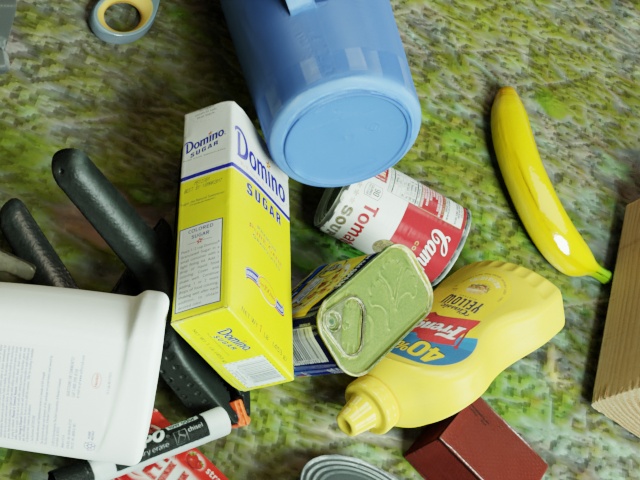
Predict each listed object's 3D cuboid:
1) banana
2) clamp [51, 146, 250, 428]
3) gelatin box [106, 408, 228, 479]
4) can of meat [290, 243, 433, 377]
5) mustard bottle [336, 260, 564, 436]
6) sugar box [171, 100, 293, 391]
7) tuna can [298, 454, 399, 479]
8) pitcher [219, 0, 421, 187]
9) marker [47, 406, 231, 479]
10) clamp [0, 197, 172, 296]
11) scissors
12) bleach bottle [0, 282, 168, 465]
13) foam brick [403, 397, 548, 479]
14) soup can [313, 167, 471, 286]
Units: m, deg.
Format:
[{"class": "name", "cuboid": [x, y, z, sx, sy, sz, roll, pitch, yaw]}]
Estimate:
[{"class": "banana", "cuboid": [0.185, -0.047, 0.918, 0.069, 0.037, 0.198, -1, 64, -59]}, {"class": "clamp", "cuboid": [-0.089, 0.023, 0.718, 0.164, 0.036, 0.210, -33, 102, -61]}, {"class": "gelatin box", "cuboid": [-0.100, 0.162, 0.669, 0.089, 0.030, 0.073, 45, 54, 1]}, {"class": "can of meat", "cuboid": [0.014, 0.051, 0.743, 0.101, 0.084, 0.057, -40, 105, -36]}, {"class": "mustard bottle", "cuboid": [0.083, 0.082, 0.765, 0.191, 0.096, 0.058, -33, 123, -34]}, {"class": "sugar box", "cuboid": [-0.054, 0.001, 0.701, 0.093, 0.048, 0.176, 55, 27, -47]}, {"class": "tuna can", "cuboid": [0.021, 0.179, 0.692, 0.086, 0.034, 0.086, 19, 22, -8]}, {"class": "pitcher", "cuboid": [-0.010, -0.166, 0.782, 0.149, 0.145, 0.243, 12, 46, -31]}, {"class": "marker", "cuboid": [-0.111, 0.130, 0.650, 0.120, 0.020, 0.020, -17, 73, -31]}, {"class": "clamp", "cuboid": [-0.158, 0.048, 0.695, 0.120, 0.039, 0.171, 13, 56, -21]}, {"class": "scissors", "cuboid": [-0.117, -0.206, 0.863, 0.201, 0.016, 0.096, -11, 72, -30]}, {"class": "bleach bottle", "cuboid": [-0.219, 0.061, 0.607, 0.250, 0.103, 0.068, 10, 20, -5]}, {"class": "foam brick", "cuboid": [0.111, 0.158, 0.762, 0.078, 0.051, 0.052, 46, 53, 2]}, {"class": "soup can", "cuboid": [0.054, -0.017, 0.816, 0.102, 0.069, 0.068, 27, 56, -11]}]
